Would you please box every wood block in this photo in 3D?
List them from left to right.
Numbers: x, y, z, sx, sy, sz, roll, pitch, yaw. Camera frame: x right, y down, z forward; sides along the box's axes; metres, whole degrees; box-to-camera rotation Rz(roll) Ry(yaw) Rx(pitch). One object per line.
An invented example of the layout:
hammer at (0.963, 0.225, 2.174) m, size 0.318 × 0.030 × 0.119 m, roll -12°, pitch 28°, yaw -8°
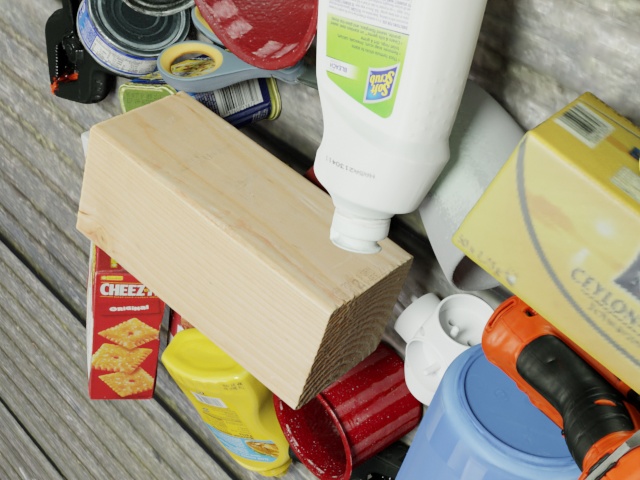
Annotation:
wood block at (-0.054, 0.001, 0.700) m, size 0.206 × 0.090 × 0.091 m, roll 37°, pitch 132°, yaw 22°

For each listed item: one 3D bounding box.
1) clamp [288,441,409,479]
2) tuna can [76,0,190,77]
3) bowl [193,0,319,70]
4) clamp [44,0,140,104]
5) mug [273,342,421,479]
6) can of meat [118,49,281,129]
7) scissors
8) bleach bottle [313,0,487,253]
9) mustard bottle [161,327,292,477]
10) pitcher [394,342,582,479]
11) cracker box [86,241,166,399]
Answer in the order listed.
clamp at (0.047, 0.214, 0.894) m, size 0.120 × 0.039 × 0.172 m, roll 56°, pitch 149°, yaw -11°
tuna can at (-0.147, -0.175, 0.845) m, size 0.086 × 0.086 × 0.034 m, roll 60°, pitch 148°, yaw 6°
bowl at (-0.031, -0.194, 0.683) m, size 0.162 × 0.055 × 0.162 m, roll 37°, pitch 140°, yaw 38°
clamp at (-0.222, -0.195, 0.992) m, size 0.210 × 0.036 × 0.164 m, roll -20°, pitch 96°, yaw 60°
mug at (0.021, 0.135, 0.829) m, size 0.093 × 0.081 × 0.117 m, roll 50°, pitch 147°, yaw 22°
can of meat at (-0.094, -0.108, 0.817) m, size 0.102 × 0.083 × 0.057 m, roll 13°, pitch 124°, yaw 53°
scissors at (-0.038, -0.110, 0.733) m, size 0.202 × 0.096 × 0.016 m, roll 43°, pitch 165°, yaw 35°
bleach bottle at (0.036, -0.118, 0.549) m, size 0.103 × 0.067 × 0.251 m, roll 28°, pitch 114°, yaw 44°
mustard bottle at (-0.068, 0.160, 0.976) m, size 0.096 × 0.058 × 0.191 m, roll 8°, pitch 141°, yaw 30°
pitcher at (0.101, 0.188, 0.685) m, size 0.149 × 0.144 × 0.243 m, roll 54°, pitch 146°, yaw 38°
cracker box at (-0.182, 0.029, 1.008) m, size 0.214 × 0.072 × 0.164 m, roll 109°, pitch 159°, yaw -50°
